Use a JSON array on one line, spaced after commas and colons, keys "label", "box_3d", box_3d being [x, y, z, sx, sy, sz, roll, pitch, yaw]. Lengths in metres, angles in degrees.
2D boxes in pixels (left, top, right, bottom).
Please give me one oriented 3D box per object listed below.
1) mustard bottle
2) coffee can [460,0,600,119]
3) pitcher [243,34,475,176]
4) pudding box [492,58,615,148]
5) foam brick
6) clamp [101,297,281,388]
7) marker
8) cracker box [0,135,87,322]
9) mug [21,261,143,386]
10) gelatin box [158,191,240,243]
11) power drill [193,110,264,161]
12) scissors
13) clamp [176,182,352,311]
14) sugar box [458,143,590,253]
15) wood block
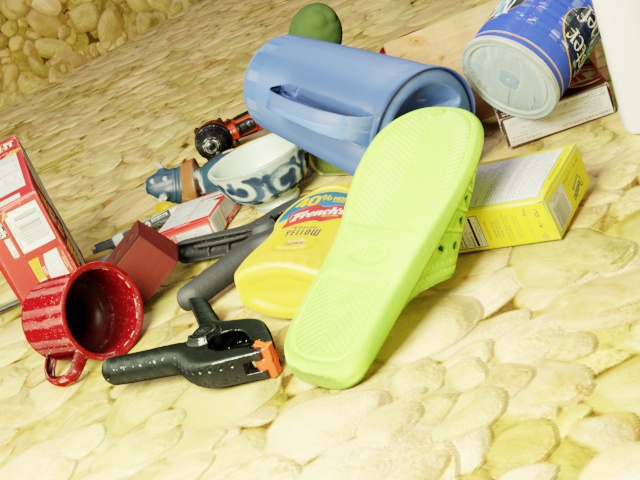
[{"label": "mustard bottle", "box_3d": [0.001, -0.002, 0.972, 0.096, 0.058, 0.191, -2, 28, 24]}, {"label": "coffee can", "box_3d": [0.214, -0.202, 1.029, 0.103, 0.102, 0.140, 5, 53, 53]}, {"label": "pitcher", "box_3d": [0.022, -0.135, 1.077, 0.145, 0.149, 0.243, -47, 42, -15]}, {"label": "pudding box", "box_3d": [0.234, -0.141, 1.087, 0.113, 0.039, 0.090, -21, 22, 11]}, {"label": "foam brick", "box_3d": [-0.187, 0.028, 1.083, 0.078, 0.051, 0.053, -51, 18, 9]}, {"label": "clamp", "box_3d": [-0.091, 0.085, 0.896, 0.172, 0.039, 0.120, 0, 35, 36]}, {"label": "marker", "box_3d": [-0.223, -0.010, 1.307, 0.121, 0.020, 0.020, -27, 20, -7]}, {"label": "cracker box", "box_3d": [-0.308, -0.002, 1.141, 0.072, 0.164, 0.214, -28, 27, -9]}, {"label": "mug", "box_3d": [-0.231, 0.082, 1.009, 0.082, 0.093, 0.117, -12, 59, 42]}, {"label": "gelatin box", "box_3d": [-0.140, -0.022, 1.229, 0.073, 0.030, 0.089, -18, 21, 21]}, {"label": "power drill", "box_3d": [-0.085, -0.166, 1.459, 0.187, 0.057, 0.184, -23, 13, 0]}, {"label": "scissors", "box_3d": [-0.326, 0.066, 1.238, 0.201, 0.016, 0.096, -29, 21, -12]}, {"label": "clamp", "box_3d": [-0.057, 0.001, 1.066, 0.210, 0.036, 0.164, -22, 20, 5]}, {"label": "sugar box", "box_3d": [0.132, -0.029, 0.917, 0.177, 0.048, 0.093, -12, 26, 38]}, {"label": "wood block", "box_3d": [0.186, -0.196, 1.162, 0.206, 0.090, 0.090, -20, -23, 11]}]
